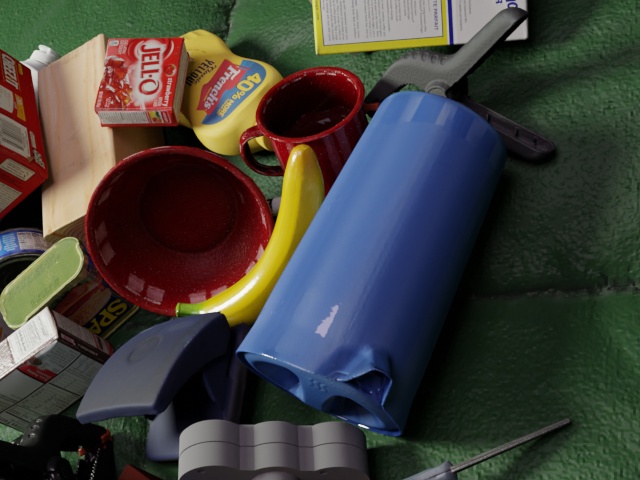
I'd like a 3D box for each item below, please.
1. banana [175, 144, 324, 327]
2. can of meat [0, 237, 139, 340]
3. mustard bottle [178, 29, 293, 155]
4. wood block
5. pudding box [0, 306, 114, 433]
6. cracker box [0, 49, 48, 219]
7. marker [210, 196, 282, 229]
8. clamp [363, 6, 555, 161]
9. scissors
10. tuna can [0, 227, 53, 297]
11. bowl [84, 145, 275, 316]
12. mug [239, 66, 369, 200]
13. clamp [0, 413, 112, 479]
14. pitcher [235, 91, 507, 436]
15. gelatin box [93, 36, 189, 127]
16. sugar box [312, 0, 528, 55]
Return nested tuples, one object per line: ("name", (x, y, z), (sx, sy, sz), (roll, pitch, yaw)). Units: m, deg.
("banana", (-0.043, 0.012, 0.877), (0.198, 0.069, 0.037), (-52, 25, 24))
("can of meat", (-0.227, 0.053, 0.974), (0.102, 0.083, 0.057), (-41, 50, 6))
("mustard bottle", (-0.084, -0.130, 1.002), (0.096, 0.058, 0.192), (-45, 50, -13))
("wood block", (-0.210, -0.085, 1.035), (0.090, 0.090, 0.206), (-25, 54, 19))
("pudding box", (-0.251, 0.119, 0.949), (0.113, 0.090, 0.039), (-35, 53, 10))
("cracker box", (-0.364, -0.066, 1.032), (0.214, 0.072, 0.164), (-37, 48, 18))
("marker", (-0.055, -0.026, 0.952), (0.121, 0.020, 0.020), (-12, 59, 27))
("clamp", (0.111, -0.110, 0.865), (0.172, 0.039, 0.120), (-11, 98, 46))
("scissors", (0.075, 0.172, 0.753), (0.201, 0.096, 0.016), (-18, 70, -14))
("tuna can", (-0.290, 0.028, 1.026), (0.086, 0.086, 0.034), (-33, 54, 13))
("bowl", (-0.118, -0.015, 0.922), (0.162, 0.162, 0.055), (-30, 22, 15))
("mug", (-0.010, -0.083, 0.898), (0.117, 0.081, 0.093), (-14, 45, 8))
("clamp", (-0.209, 0.200, 0.834), (0.036, 0.209, 0.164), (-29, 85, 14))
("pitcher", (0.042, 0.014, 0.810), (0.149, 0.145, 0.242), (19, 72, 25))
("gelatin box", (-0.163, -0.147, 0.982), (0.073, 0.030, 0.089), (0, 58, 6))
("sugar box", (0.081, -0.207, 0.888), (0.176, 0.048, 0.093), (-3, 102, 4))
